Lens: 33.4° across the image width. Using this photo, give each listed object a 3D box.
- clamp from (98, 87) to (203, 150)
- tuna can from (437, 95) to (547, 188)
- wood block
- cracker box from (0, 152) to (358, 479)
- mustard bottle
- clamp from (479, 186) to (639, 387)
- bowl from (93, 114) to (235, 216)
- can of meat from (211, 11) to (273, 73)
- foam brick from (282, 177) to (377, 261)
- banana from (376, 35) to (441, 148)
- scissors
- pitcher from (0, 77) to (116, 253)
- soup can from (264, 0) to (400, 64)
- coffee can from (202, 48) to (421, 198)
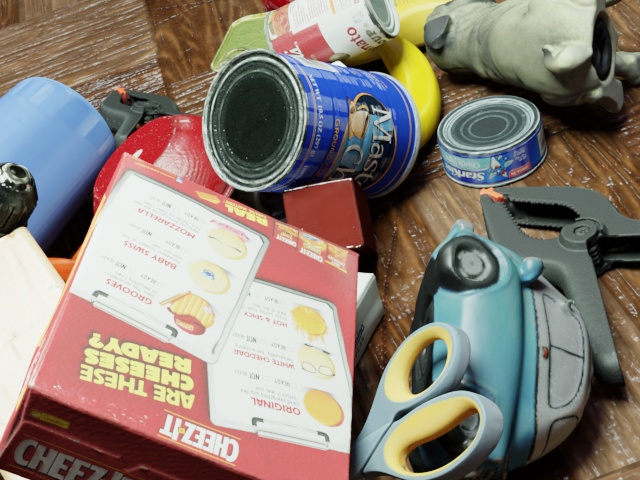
[{"bbox_3d":[-0.172,-0.112,1.022,0.120,0.039,0.172,-9,22,-38],"label":"clamp"},{"bbox_3d":[0.138,-0.081,0.864,0.086,0.034,0.086,-12,36,9],"label":"tuna can"},{"bbox_3d":[-0.155,0.105,0.639,0.090,0.091,0.206,-33,63,-16],"label":"wood block"},{"bbox_3d":[-0.067,0.059,0.594,0.164,0.072,0.213,24,33,-12],"label":"cracker box"},{"bbox_3d":[0.068,-0.215,1.050,0.191,0.058,0.096,-17,35,2],"label":"mustard bottle"},{"bbox_3d":[0.177,0.013,0.720,0.164,0.036,0.210,-38,38,-25],"label":"clamp"},{"bbox_3d":[-0.136,-0.051,0.883,0.162,0.055,0.162,-31,32,22],"label":"bowl"},{"bbox_3d":[-0.055,-0.152,1.001,0.057,0.084,0.102,-6,38,18],"label":"can of meat"},{"bbox_3d":[0.009,-0.011,0.783,0.053,0.078,0.051,-11,82,10],"label":"foam brick"},{"bbox_3d":[0.074,-0.128,0.940,0.069,0.037,0.198,5,39,-11],"label":"banana"},{"bbox_3d":[0.019,0.108,0.589,0.202,0.016,0.096,-27,47,42],"label":"scissors"},{"bbox_3d":[-0.286,-0.028,0.875,0.145,0.149,0.242,1,44,40],"label":"pitcher"},{"bbox_3d":[0.011,-0.192,0.947,0.102,0.068,0.068,-20,33,27],"label":"soup can"},{"bbox_3d":[-0.004,-0.085,0.812,0.103,0.103,0.140,16,10,39],"label":"coffee can"}]
